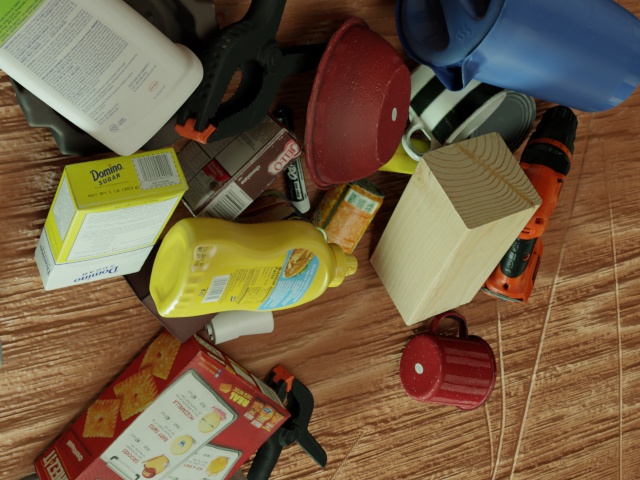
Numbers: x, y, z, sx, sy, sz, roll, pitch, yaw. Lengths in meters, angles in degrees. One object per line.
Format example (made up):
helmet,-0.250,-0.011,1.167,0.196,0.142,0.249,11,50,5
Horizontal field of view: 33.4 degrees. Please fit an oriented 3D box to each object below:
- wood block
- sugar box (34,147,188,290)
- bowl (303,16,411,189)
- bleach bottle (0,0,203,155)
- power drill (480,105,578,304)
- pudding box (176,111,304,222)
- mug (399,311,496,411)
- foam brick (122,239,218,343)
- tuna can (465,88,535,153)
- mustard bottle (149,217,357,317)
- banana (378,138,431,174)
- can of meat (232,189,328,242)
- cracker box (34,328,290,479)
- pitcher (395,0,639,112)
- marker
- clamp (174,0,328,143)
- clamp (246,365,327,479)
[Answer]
wood block,0.131,-0.008,1.087,0.090,0.091,0.206,-19,156,-23
sugar box,-0.181,-0.015,0.899,0.093,0.048,0.176,-12,165,-28
bowl,0.042,-0.119,0.974,0.162,0.055,0.162,15,90,-71
bleach bottle,-0.203,-0.168,0.759,0.102,0.068,0.250,-47,129,3
power drill,0.230,-0.034,1.173,0.188,0.057,0.184,92,22,-50
pudding box,-0.081,-0.071,0.958,0.113,0.090,0.039,-43,131,0
mug,0.150,0.142,1.272,0.081,0.093,0.117,11,82,-34
foam brick,-0.142,0.050,1.026,0.051,0.053,0.078,-40,134,-4
tuna can,0.185,-0.129,1.136,0.086,0.034,0.086,-17,128,-24
mustard bottle,-0.049,0.023,0.946,0.191,0.058,0.096,0,134,-34
banana,0.109,-0.082,1.102,0.197,0.070,0.037,7,89,-36
can of meat,-0.057,0.001,1.028,0.102,0.084,0.057,-19,129,-22
cracker box,-0.162,0.205,1.109,0.214,0.072,0.164,-45,134,2
pitcher,0.198,-0.207,0.993,0.242,0.145,0.149,11,125,-41
marker,-0.028,-0.079,1.037,0.020,0.020,0.121,-25,131,-18
clamp,-0.052,-0.167,0.895,0.209,0.036,0.164,-49,143,-31
clamp,-0.049,0.224,1.215,0.120,0.039,0.171,-33,130,-32
